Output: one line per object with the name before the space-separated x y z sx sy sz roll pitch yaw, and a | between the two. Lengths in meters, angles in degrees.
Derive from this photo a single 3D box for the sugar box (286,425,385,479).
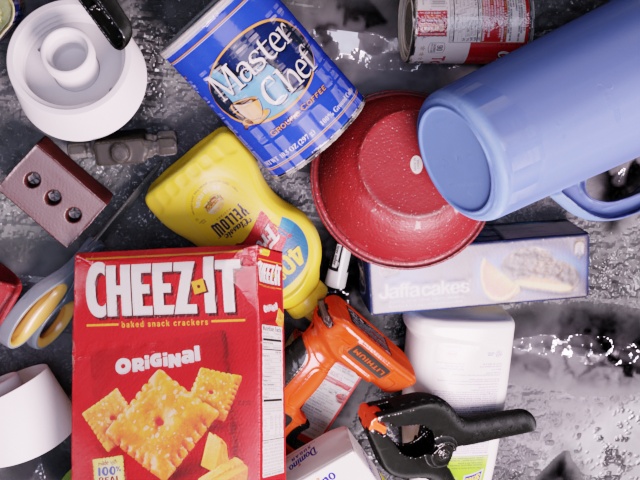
sugar box | 0.026 0.248 0.938 0.093 0.048 0.176 -30 118 4

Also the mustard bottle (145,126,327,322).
mustard bottle | -0.056 0.001 0.927 0.096 0.058 0.191 -39 105 7

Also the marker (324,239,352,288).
marker | 0.026 -0.016 0.952 0.020 0.020 0.121 11 102 -9

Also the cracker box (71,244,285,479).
cracker box | -0.115 0.114 0.864 0.164 0.072 0.214 -3 83 15

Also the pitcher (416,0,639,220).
pitcher | 0.205 -0.099 0.852 0.242 0.149 0.145 -26 146 -23

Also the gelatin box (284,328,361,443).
gelatin box | -0.014 0.135 0.979 0.073 0.030 0.089 29 102 -13

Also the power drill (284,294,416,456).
power drill | -0.009 0.153 0.936 0.188 0.057 0.184 -44 115 9

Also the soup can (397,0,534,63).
soup can | 0.121 -0.183 0.897 0.102 0.068 0.068 -1 104 -6

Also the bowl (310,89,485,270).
bowl | 0.074 -0.058 0.898 0.162 0.055 0.162 1 79 -5

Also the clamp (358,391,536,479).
clamp | 0.100 0.188 0.931 0.171 0.039 0.120 17 97 -25

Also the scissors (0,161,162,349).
scissors | -0.201 0.021 0.929 0.016 0.096 0.201 36 67 15

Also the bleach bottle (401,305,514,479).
bleach bottle | 0.114 0.183 0.991 0.102 0.068 0.251 3 106 -9

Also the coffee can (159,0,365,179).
coffee can | -0.046 -0.135 0.871 0.103 0.103 0.140 -41 105 4

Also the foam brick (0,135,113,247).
foam brick | -0.223 -0.041 0.900 0.078 0.051 0.053 42 96 -15
